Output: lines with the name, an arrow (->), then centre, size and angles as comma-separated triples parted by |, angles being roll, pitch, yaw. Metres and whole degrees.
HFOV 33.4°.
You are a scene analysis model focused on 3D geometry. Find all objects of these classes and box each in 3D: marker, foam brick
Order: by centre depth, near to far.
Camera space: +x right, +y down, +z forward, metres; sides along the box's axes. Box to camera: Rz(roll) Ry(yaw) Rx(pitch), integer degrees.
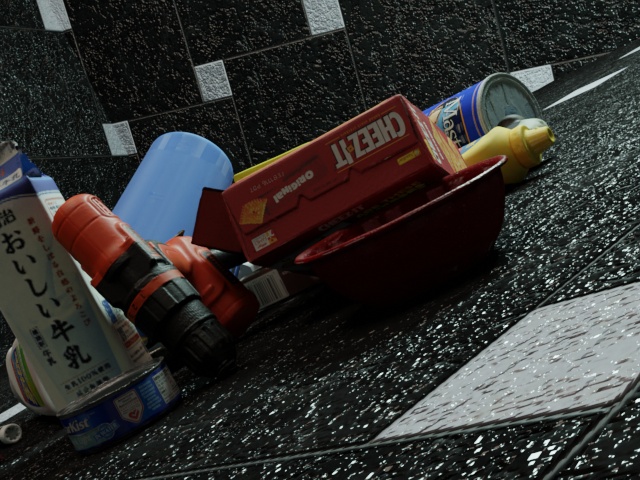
foam brick -> -0.070, -0.014, 0.938 | 0.051, 0.053, 0.078 | 10, -3, 20
marker -> -0.328, 0.198, 1.076 | 0.020, 0.020, 0.121 | -30, 5, -35

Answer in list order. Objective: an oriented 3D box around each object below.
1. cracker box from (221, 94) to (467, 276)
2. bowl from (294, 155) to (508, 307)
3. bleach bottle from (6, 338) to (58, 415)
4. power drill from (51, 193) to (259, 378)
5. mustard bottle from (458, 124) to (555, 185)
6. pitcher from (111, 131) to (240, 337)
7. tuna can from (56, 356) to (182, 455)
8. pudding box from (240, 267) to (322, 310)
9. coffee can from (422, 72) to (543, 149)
cracker box -> 0.035, -0.037, 0.896 | 0.164, 0.072, 0.213 | -28, -14, 14
bowl -> 0.065, 0.001, 0.729 | 0.162, 0.055, 0.162 | -27, 4, 2
bleach bottle -> -0.276, 0.137, 1.081 | 0.068, 0.102, 0.251 | -20, -6, -26
power drill -> -0.114, 0.042, 0.866 | 0.057, 0.184, 0.187 | -47, -16, 4
mustard bottle -> 0.140, -0.063, 1.041 | 0.192, 0.058, 0.096 | -24, -2, 31
pitcher -> -0.176, -0.005, 1.235 | 0.145, 0.149, 0.242 | -23, 37, 42
tuna can -> -0.143, 0.119, 0.766 | 0.086, 0.034, 0.086 | -27, 4, 2
pudding box -> -0.018, 0.027, 1.075 | 0.114, 0.039, 0.090 | -24, 3, 18
coffee can -> 0.172, -0.121, 1.238 | 0.102, 0.103, 0.141 | -31, 5, -40
